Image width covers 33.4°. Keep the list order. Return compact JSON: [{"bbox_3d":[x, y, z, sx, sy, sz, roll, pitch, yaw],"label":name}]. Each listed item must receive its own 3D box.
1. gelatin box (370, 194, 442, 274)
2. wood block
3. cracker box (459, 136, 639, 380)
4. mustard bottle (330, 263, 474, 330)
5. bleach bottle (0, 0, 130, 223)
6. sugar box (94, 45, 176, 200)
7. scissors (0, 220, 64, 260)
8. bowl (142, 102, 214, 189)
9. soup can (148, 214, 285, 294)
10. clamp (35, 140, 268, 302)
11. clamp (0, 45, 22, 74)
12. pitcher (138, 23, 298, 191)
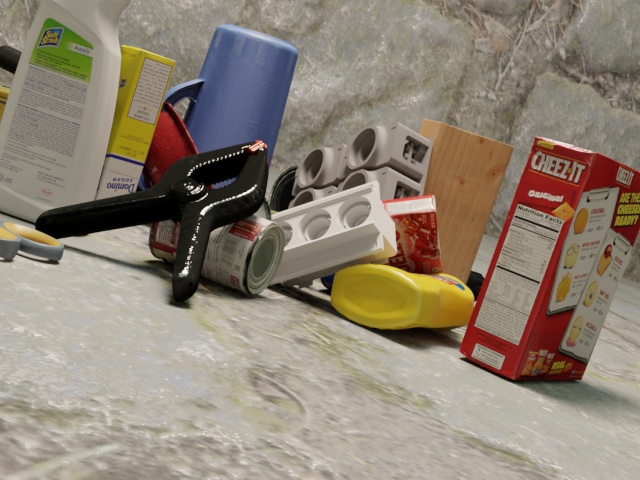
[{"bbox_3d":[0.083,-0.001,1.078,0.073,0.089,0.030,-6,42,6],"label":"gelatin box"},{"bbox_3d":[0.134,-0.026,1.224,0.090,0.206,0.091,17,7,-11],"label":"wood block"},{"bbox_3d":[0.225,0.023,1.007,0.072,0.214,0.163,23,7,36],"label":"cracker box"},{"bbox_3d":[0.096,0.058,1.041,0.096,0.058,0.191,8,-1,31],"label":"mustard bottle"},{"bbox_3d":[-0.220,-0.139,0.950,0.102,0.251,0.068,18,6,0],"label":"bleach bottle"},{"bbox_3d":[-0.211,-0.117,1.144,0.048,0.176,0.093,18,5,-26],"label":"sugar box"},{"bbox_3d":[-0.271,-0.018,0.832,0.096,0.016,0.202,16,6,-41],"label":"scissors"},{"bbox_3d":[-0.163,-0.070,1.191,0.055,0.162,0.162,-24,18,-12],"label":"bowl"},{"bbox_3d":[-0.091,0.001,0.944,0.102,0.068,0.068,20,6,21],"label":"soup can"},{"bbox_3d":[-0.106,-0.024,0.887,0.165,0.036,0.209,28,44,34],"label":"clamp"},{"bbox_3d":[-0.270,-0.163,1.107,0.120,0.039,0.172,13,9,-29],"label":"clamp"},{"bbox_3d":[-0.121,-0.142,1.327,0.145,0.243,0.149,19,6,16],"label":"pitcher"}]
